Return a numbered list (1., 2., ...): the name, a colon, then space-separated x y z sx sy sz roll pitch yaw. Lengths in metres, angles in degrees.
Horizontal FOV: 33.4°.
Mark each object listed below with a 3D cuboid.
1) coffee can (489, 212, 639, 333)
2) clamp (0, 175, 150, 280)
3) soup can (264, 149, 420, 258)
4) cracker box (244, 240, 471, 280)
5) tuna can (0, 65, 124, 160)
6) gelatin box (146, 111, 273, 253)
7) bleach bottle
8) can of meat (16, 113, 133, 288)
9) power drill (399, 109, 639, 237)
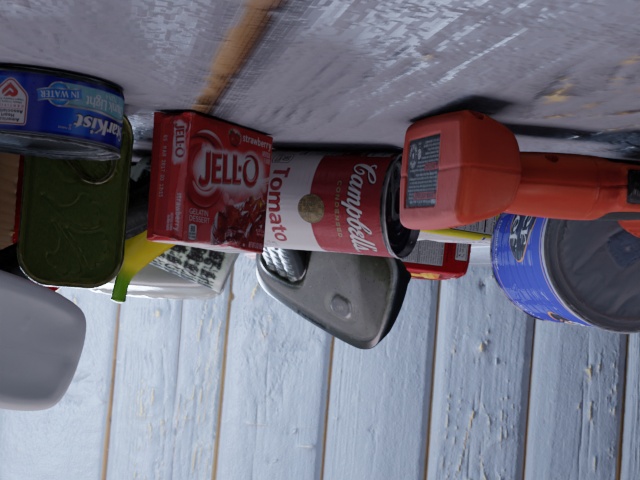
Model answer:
1. coffee can: 0.177 0.006 0.702 0.102 0.103 0.140 5 178 -4
2. clamp: -0.135 -0.020 0.720 0.171 0.039 0.120 -23 -164 -1
3. soup can: 0.008 -0.025 0.698 0.102 0.068 0.068 4 178 26
4. cracker box: 0.037 -0.001 1.168 0.213 0.072 0.164 6 177 -14
5. tuna can: -0.141 -0.062 0.530 0.086 0.034 0.086 5 177 0
6. gelatin box: -0.063 -0.032 0.624 0.030 0.073 0.089 2 176 28
7. bleach bottle: -0.235 0.040 0.629 0.102 0.068 0.251 23 171 -36
8. can of meat: -0.140 -0.025 0.618 0.057 0.102 0.084 4 180 -10
9. power drill: 0.144 -0.026 0.525 0.187 0.057 0.185 5 178 -14
